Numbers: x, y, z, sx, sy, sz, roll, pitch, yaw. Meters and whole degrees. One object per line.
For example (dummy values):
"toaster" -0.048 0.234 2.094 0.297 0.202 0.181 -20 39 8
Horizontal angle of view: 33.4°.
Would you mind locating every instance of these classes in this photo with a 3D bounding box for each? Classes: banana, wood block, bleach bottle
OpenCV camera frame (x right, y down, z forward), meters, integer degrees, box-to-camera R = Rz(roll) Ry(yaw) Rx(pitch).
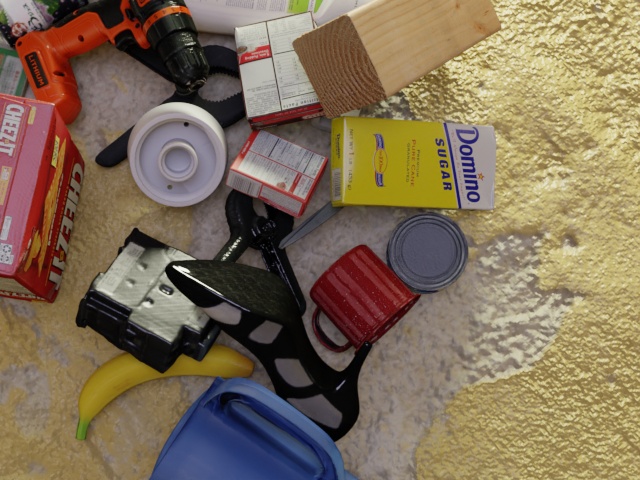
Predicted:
"banana" -0.170 0.140 1.110 0.197 0.037 0.069 -20 100 -4
"wood block" 0.082 -0.213 1.100 0.205 0.091 0.090 -35 103 -38
"bleach bottle" -0.041 -0.261 1.177 0.250 0.068 0.102 10 82 -3

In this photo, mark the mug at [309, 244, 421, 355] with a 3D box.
"mug" 0.036 0.066 1.111 0.081 0.093 0.117 47 117 11

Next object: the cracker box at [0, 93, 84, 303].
"cracker box" -0.290 -0.033 1.045 0.072 0.214 0.164 11 79 -2

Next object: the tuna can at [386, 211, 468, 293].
"tuna can" 0.114 0.014 1.143 0.086 0.034 0.086 0 79 -2

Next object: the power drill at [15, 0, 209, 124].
"power drill" -0.218 -0.200 1.121 0.188 0.057 0.184 -30 71 14

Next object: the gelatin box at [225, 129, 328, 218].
"gelatin box" -0.045 -0.072 1.120 0.089 0.030 0.073 24 49 1

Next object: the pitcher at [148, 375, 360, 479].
"pitcher" -0.038 0.243 1.041 0.243 0.149 0.145 33 80 1

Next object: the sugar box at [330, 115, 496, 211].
"sugar box" 0.099 -0.079 1.125 0.176 0.048 0.093 1 90 -17

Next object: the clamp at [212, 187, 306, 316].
"clamp" -0.057 0.001 1.121 0.120 0.039 0.171 30 55 -28

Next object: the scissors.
"scissors" 0.026 -0.066 1.146 0.201 0.016 0.096 -22 73 -19

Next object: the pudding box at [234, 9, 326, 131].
"pudding box" -0.040 -0.178 1.123 0.090 0.039 0.113 -11 74 4

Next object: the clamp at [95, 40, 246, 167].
"clamp" -0.151 -0.155 1.164 0.210 0.036 0.164 3 81 2
